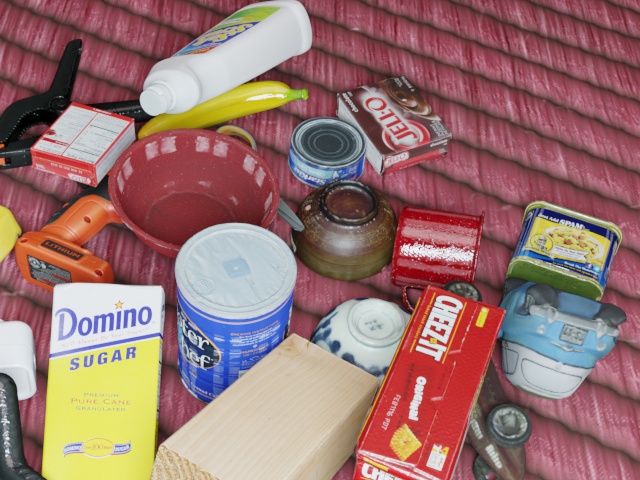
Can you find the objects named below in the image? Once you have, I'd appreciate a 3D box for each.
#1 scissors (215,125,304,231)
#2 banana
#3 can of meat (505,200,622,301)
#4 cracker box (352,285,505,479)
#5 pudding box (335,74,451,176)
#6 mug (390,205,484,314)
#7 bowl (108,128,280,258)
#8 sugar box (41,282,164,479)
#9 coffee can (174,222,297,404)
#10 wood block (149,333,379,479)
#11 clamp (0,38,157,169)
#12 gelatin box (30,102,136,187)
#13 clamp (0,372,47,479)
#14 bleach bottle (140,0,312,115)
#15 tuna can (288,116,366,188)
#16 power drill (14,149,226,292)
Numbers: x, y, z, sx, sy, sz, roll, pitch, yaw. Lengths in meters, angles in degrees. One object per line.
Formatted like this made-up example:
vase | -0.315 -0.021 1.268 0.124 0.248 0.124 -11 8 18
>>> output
scissors | -0.091 -0.061 1.128 0.096 0.016 0.202 -14 41 -10
banana | -0.115 -0.148 1.196 0.197 0.037 0.070 -19 10 -15
can of meat | 0.246 0.017 1.085 0.102 0.057 0.083 19 51 12
cracker box | 0.070 0.165 0.824 0.072 0.214 0.164 19 49 10
pudding box | 0.082 -0.132 1.215 0.090 0.039 0.114 -18 52 -21
mug | 0.113 0.022 1.055 0.081 0.093 0.117 9 83 8
bowl | -0.122 -0.033 1.021 0.162 0.055 0.162 6 48 -7
sugar box | -0.181 0.125 0.894 0.093 0.048 0.176 1 81 -5
coffee can | -0.076 0.068 0.946 0.102 0.140 0.103 3 48 -4
wood block | -0.044 0.167 0.848 0.091 0.090 0.205 26 28 17
clamp | -0.290 -0.147 1.190 0.209 0.036 0.165 -35 60 -31
gelatin box | -0.241 -0.098 1.088 0.073 0.030 0.089 16 45 13
clamp | -0.262 0.206 0.855 0.039 0.120 0.171 11 44 -57
bleach bottle | -0.111 -0.199 1.192 0.103 0.068 0.250 1 28 30
tuna can | 0.008 -0.097 1.179 0.086 0.034 0.086 3 48 -3
power drill | -0.199 -0.017 1.070 0.184 0.057 0.187 18 46 15
